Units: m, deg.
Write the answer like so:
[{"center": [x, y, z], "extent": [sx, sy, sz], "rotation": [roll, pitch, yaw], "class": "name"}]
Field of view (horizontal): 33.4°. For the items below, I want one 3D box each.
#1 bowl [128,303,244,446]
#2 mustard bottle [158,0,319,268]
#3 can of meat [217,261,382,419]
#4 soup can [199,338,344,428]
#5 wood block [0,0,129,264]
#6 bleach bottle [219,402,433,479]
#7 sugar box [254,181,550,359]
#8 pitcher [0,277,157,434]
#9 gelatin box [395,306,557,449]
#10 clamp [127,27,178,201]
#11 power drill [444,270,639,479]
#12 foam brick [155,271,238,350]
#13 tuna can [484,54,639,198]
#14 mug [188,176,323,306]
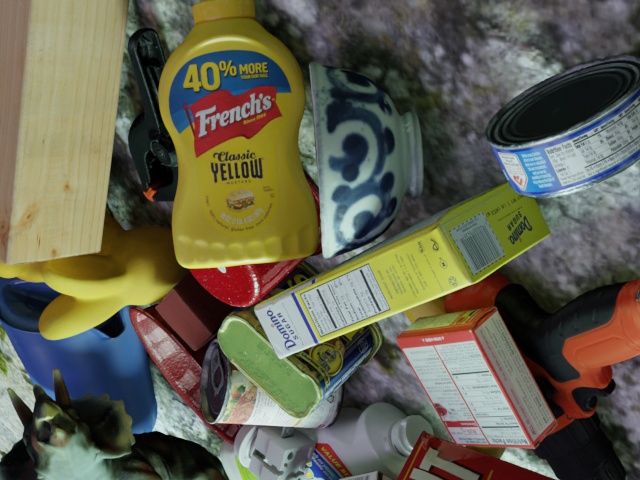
[{"center": [-0.103, 0.109, 0.969], "extent": [0.162, 0.055, 0.162], "rotation": [42, 157, 22], "class": "bowl"}, {"center": [-0.056, -0.081, 0.702], "extent": [0.058, 0.096, 0.191], "rotation": [-74, -22, -86], "class": "mustard bottle"}, {"center": [-0.018, 0.077, 0.827], "extent": [0.102, 0.083, 0.058], "rotation": [41, 136, 11], "class": "can of meat"}, {"center": [-0.039, 0.117, 0.869], "extent": [0.069, 0.102, 0.068], "rotation": [-173, 90, -66], "class": "soup can"}, {"center": [-0.213, -0.097, 0.794], "extent": [0.091, 0.090, 0.206], "rotation": [19, 107, 35], "class": "wood block"}, {"center": [0.008, 0.186, 0.934], "extent": [0.251, 0.067, 0.102], "rotation": [-33, 83, 51], "class": "bleach bottle"}, {"center": [0.047, 0.021, 0.671], "extent": [0.177, 0.093, 0.048], "rotation": [-30, 87, 46], "class": "sugar box"}, {"center": [-0.245, 0.109, 1.088], "extent": [0.145, 0.149, 0.243], "rotation": [-6, 136, -1], "class": "pitcher"}, {"center": [0.099, 0.088, 0.674], "extent": [0.073, 0.030, 0.089], "rotation": [-15, 108, 55], "class": "gelatin box"}, {"center": [-0.103, -0.074, 0.821], "extent": [0.120, 0.039, 0.172], "rotation": [44, 152, 16], "class": "clamp"}, {"center": [0.179, 0.087, 0.650], "extent": [0.184, 0.057, 0.188], "rotation": [54, 146, -9], "class": "power drill"}, {"center": [-0.089, 0.044, 0.887], "extent": [0.051, 0.078, 0.053], "rotation": [47, 146, -2], "class": "foam brick"}, {"center": [0.129, -0.057, 0.538], "extent": [0.086, 0.086, 0.033], "rotation": [-5, 121, 50], "class": "tuna can"}, {"center": [-0.055, 0.001, 0.802], "extent": [0.093, 0.081, 0.117], "rotation": [43, 146, 7], "class": "mug"}]
